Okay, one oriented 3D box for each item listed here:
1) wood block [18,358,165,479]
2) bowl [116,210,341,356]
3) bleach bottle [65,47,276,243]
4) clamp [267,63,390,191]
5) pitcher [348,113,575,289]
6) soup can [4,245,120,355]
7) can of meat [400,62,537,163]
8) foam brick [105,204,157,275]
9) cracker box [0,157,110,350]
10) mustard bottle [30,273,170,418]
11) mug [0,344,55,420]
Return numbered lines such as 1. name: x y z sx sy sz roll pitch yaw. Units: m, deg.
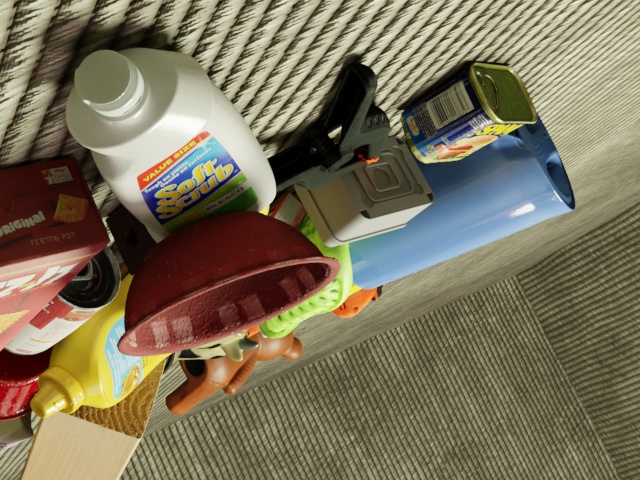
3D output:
1. wood block: -0.226 0.180 1.036 0.090 0.090 0.206 20 142 -10
2. bowl: -0.070 0.024 0.733 0.162 0.055 0.162 -21 165 -6
3. bleach bottle: -0.097 -0.056 0.644 0.102 0.068 0.250 -26 168 3
4. clamp: -0.004 -0.069 0.853 0.165 0.036 0.209 -36 171 12
5. pitcher: 0.131 -0.040 1.096 0.243 0.149 0.145 -26 -163 23
6. soup can: -0.212 0.042 0.838 0.102 0.068 0.068 -33 168 40
7. can of meat: 0.129 -0.110 0.941 0.084 0.057 0.101 -29 170 32
8. foam brick: -0.117 -0.014 0.829 0.078 0.053 0.051 -33 168 34
9. cracker box: -0.256 0.037 0.687 0.163 0.072 0.214 -17 166 -44
10. mustard bottle: -0.175 0.088 0.921 0.191 0.058 0.096 -44 144 -42
11. mug: -0.283 0.107 0.926 0.117 0.093 0.082 -33 171 -34
